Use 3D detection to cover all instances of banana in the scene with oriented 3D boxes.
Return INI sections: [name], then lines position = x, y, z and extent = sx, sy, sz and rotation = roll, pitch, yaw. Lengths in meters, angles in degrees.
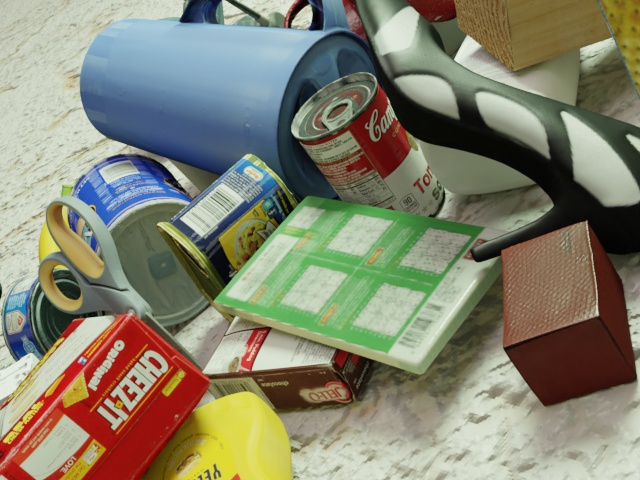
[banana]
position = -0.237, 0.017, 0.985
extent = 0.037, 0.070, 0.198
rotation = 2, 27, -22

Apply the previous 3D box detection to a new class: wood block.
[wood block]
position = 0.198, -0.199, 0.714
extent = 0.206, 0.090, 0.091
rotation = -20, 33, -8

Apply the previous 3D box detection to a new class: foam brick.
[foam brick]
position = 0.129, 0.038, 0.562
extent = 0.053, 0.051, 0.078
rotation = -21, 33, 25

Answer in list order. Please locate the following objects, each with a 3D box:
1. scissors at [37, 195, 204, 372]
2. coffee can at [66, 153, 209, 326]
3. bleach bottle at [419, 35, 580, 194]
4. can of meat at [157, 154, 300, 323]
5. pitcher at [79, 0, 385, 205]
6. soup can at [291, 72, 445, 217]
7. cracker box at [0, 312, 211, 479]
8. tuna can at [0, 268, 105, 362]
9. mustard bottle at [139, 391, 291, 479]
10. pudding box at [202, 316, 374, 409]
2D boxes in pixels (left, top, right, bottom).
[scissors]
position = -0.144, 0.058, 0.768
extent = 0.016, 0.202, 0.096
rotation = -20, -22, -50
[coffee can]
position = -0.143, -0.004, 0.865
extent = 0.103, 0.102, 0.140
rotation = -40, 29, -5
[bleach bottle]
position = 0.150, -0.138, 0.782
extent = 0.103, 0.068, 0.250
rotation = -12, 35, 33
[can of meat]
position = -0.055, 0.001, 0.764
extent = 0.084, 0.102, 0.058
rotation = -42, 46, -14
[pitcher]
position = -0.077, -0.124, 0.859
extent = 0.243, 0.145, 0.149
rotation = 16, 65, 35
[soup can]
position = 0.035, -0.057, 0.747
extent = 0.069, 0.102, 0.068
rotation = -27, 30, 17
[cracker box]
position = -0.167, 0.129, 0.669
extent = 0.164, 0.072, 0.214
rotation = -51, 12, -18
[tuna can]
position = -0.213, 0.066, 0.859
extent = 0.034, 0.086, 0.086
rotation = -15, 36, 31
[mustard bottle]
position = -0.046, 0.165, 0.564
extent = 0.096, 0.058, 0.192
rotation = -37, 29, 4
[pudding box]
position = -0.013, 0.064, 0.693
extent = 0.114, 0.039, 0.090
rotation = -9, 37, 36
